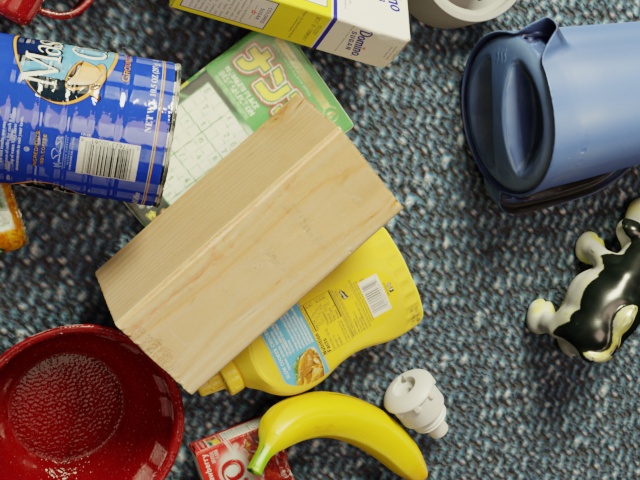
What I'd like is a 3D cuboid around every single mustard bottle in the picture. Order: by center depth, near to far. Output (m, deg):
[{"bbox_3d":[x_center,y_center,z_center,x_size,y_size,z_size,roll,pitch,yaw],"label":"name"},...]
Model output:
[{"bbox_3d":[-0.017,0.069,0.856,0.191,0.058,0.096,-30,110,-13],"label":"mustard bottle"}]

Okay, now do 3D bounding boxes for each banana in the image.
[{"bbox_3d":[0.018,0.162,0.885,0.197,0.037,0.069,13,84,-38],"label":"banana"}]

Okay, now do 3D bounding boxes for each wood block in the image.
[{"bbox_3d":[-0.055,0.001,0.791,0.206,0.091,0.090,-41,121,0],"label":"wood block"}]

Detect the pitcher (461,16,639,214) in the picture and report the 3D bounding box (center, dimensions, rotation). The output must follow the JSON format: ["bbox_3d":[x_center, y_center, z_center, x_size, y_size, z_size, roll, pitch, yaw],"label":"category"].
[{"bbox_3d":[0.248,-0.113,0.894,0.242,0.149,0.145,-11,89,-22],"label":"pitcher"}]

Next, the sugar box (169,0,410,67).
[{"bbox_3d":[-0.021,-0.194,0.792,0.176,0.048,0.093,14,57,-24],"label":"sugar box"}]

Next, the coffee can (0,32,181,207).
[{"bbox_3d":[-0.174,-0.083,0.733,0.140,0.103,0.103,8,97,-12],"label":"coffee can"}]

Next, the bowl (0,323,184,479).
[{"bbox_3d":[-0.187,0.135,0.804,0.161,0.055,0.162,-4,103,-20],"label":"bowl"}]

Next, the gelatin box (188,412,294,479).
[{"bbox_3d":[-0.060,0.197,0.879,0.073,0.030,0.089,-19,106,-16],"label":"gelatin box"}]
